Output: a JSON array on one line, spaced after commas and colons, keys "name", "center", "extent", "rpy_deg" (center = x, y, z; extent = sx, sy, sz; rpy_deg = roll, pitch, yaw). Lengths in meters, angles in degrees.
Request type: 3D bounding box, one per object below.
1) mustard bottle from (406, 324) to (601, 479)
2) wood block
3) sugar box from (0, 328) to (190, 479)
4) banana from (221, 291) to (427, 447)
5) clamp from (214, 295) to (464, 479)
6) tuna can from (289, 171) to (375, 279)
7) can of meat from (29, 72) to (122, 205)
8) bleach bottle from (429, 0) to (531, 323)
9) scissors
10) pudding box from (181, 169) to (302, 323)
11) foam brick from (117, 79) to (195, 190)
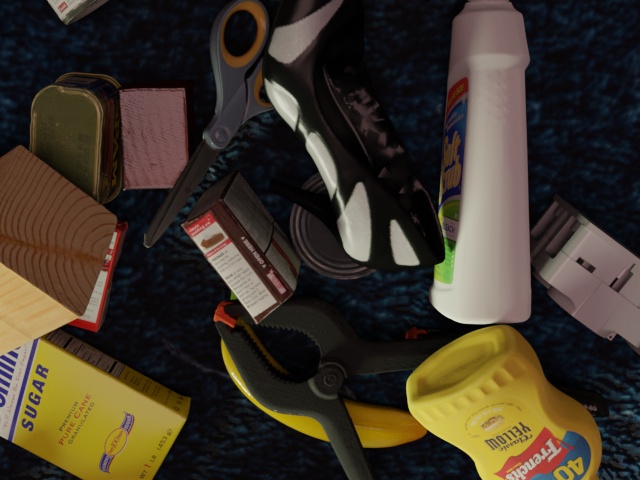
[{"name": "mustard bottle", "center": [0.155, 0.149, 0.805], "extent": [0.096, 0.058, 0.191], "rpy_deg": [-33, 120, 20]}, {"name": "wood block", "center": [-0.252, 0.029, 0.754], "extent": [0.206, 0.090, 0.090], "rpy_deg": [-24, 130, 35]}, {"name": "sugar box", "center": [-0.202, 0.130, 0.857], "extent": [0.176, 0.048, 0.093], "rpy_deg": [28, 102, -8]}, {"name": "banana", "center": [-0.009, 0.122, 0.861], "extent": [0.197, 0.037, 0.070], "rpy_deg": [35, 103, -8]}, {"name": "clamp", "center": [0.017, 0.098, 0.826], "extent": [0.210, 0.036, 0.164], "rpy_deg": [37, 93, -5]}, {"name": "tuna can", "center": [0.019, -0.015, 0.830], "extent": [0.086, 0.034, 0.086], "rpy_deg": [0, 103, 0]}, {"name": "can of meat", "center": [-0.181, -0.070, 0.790], "extent": [0.057, 0.084, 0.102], "rpy_deg": [5, 103, -2]}, {"name": "bleach bottle", "center": [0.121, -0.069, 0.795], "extent": [0.068, 0.102, 0.251], "rpy_deg": [-1, 97, -6]}, {"name": "scissors", "center": [-0.081, -0.096, 0.775], "extent": [0.201, 0.016, 0.096], "rpy_deg": [-44, 115, -16]}, {"name": "pudding box", "center": [-0.055, 0.001, 0.793], "extent": [0.039, 0.113, 0.090], "rpy_deg": [-36, 100, 9]}, {"name": "foam brick", "center": [-0.122, -0.080, 0.804], "extent": [0.051, 0.053, 0.078], "rpy_deg": [-1, 103, 0]}]
